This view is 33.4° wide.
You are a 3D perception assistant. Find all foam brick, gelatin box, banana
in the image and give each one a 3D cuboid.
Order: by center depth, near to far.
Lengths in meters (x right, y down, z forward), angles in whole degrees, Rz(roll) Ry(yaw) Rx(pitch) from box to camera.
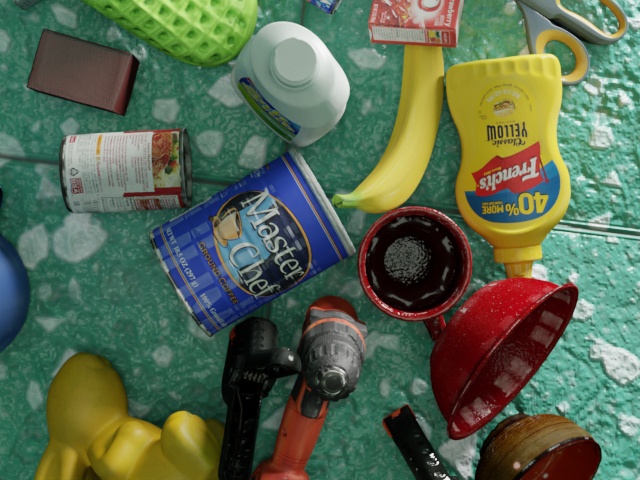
[{"bbox_3d":[0.083,-0.207,0.893,0.073,0.030,0.089,6,66,13],"label":"gelatin box"},{"bbox_3d":[0.072,-0.097,0.898,0.037,0.069,0.197,6,65,38],"label":"banana"},{"bbox_3d":[-0.199,-0.141,0.902,0.078,0.053,0.051,16,91,0],"label":"foam brick"}]

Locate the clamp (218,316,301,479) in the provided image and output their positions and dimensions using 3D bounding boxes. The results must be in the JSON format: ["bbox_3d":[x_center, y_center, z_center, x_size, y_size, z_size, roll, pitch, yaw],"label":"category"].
[{"bbox_3d":[-0.051,0.103,0.849,0.039,0.171,0.120,25,113,-19],"label":"clamp"}]

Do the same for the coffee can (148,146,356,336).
[{"bbox_3d":[-0.056,0.001,0.883,0.140,0.103,0.103,-30,92,0],"label":"coffee can"}]

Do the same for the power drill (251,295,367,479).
[{"bbox_3d":[-0.010,0.147,0.858,0.057,0.184,0.188,19,101,-1],"label":"power drill"}]

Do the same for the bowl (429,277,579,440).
[{"bbox_3d":[0.140,0.086,0.880,0.055,0.162,0.162,40,91,25],"label":"bowl"}]

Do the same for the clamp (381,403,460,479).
[{"bbox_3d":[0.109,0.222,0.870,0.036,0.210,0.164,-31,129,-1],"label":"clamp"}]

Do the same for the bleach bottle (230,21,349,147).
[{"bbox_3d":[-0.025,-0.125,0.806,0.068,0.251,0.102,-44,92,0],"label":"bleach bottle"}]

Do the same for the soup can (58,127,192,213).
[{"bbox_3d":[-0.162,-0.058,0.898,0.102,0.068,0.068,-3,92,0],"label":"soup can"}]

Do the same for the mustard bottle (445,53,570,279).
[{"bbox_3d":[0.162,-0.057,0.907,0.096,0.058,0.191,-5,93,11],"label":"mustard bottle"}]

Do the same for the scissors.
[{"bbox_3d":[0.166,-0.201,0.925,0.201,0.016,0.096,19,91,-1],"label":"scissors"}]

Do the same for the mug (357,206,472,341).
[{"bbox_3d":[0.080,0.029,0.897,0.093,0.081,0.117,-24,92,0],"label":"mug"}]
